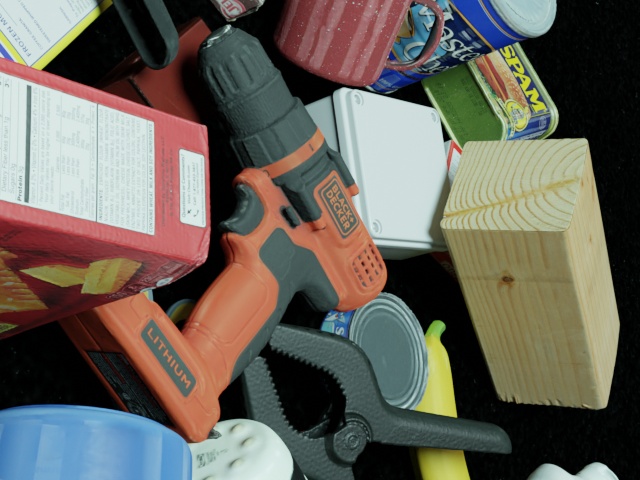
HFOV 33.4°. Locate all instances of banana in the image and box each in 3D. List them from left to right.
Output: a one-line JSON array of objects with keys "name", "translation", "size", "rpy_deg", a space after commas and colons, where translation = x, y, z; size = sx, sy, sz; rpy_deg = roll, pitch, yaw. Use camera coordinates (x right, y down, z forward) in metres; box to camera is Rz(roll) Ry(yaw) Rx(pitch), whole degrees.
[{"name": "banana", "translation": [0.092, 0.154, 0.771], "size": [0.069, 0.037, 0.198], "rpy_deg": [2, 76, -48]}]

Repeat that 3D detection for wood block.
[{"name": "wood block", "translation": [0.164, 0.030, 0.802], "size": [0.206, 0.091, 0.090], "rpy_deg": [66, 35, -43]}]

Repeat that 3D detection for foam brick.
[{"name": "foam brick", "translation": [-0.093, -0.086, 0.626], "size": [0.051, 0.053, 0.078], "rpy_deg": [56, 42, -20]}]

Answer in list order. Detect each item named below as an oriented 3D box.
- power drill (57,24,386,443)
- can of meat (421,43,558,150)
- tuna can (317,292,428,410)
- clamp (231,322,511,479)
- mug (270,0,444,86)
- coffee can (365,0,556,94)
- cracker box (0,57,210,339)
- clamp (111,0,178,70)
[{"name": "power drill", "translation": [-0.054, 0.001, 0.576], "size": [0.187, 0.057, 0.184], "rpy_deg": [-45, 116, -34]}, {"name": "can of meat", "translation": [0.139, -0.121, 0.893], "size": [0.083, 0.058, 0.102], "rpy_deg": [-19, 78, -47]}, {"name": "tuna can", "translation": [0.036, 0.080, 0.733], "size": [0.086, 0.034, 0.086], "rpy_deg": [19, 64, -45]}, {"name": "clamp", "translation": [0.022, 0.119, 0.671], "size": [0.164, 0.036, 0.210], "rpy_deg": [-40, 106, -20]}, {"name": "mug", "translation": [0.027, -0.155, 0.733], "size": [0.117, 0.082, 0.093], "rpy_deg": [18, 24, -10]}, {"name": "coffee can", "translation": [0.089, -0.179, 0.798], "size": [0.102, 0.141, 0.103], "rpy_deg": [19, 64, -44]}, {"name": "cracker box", "translation": [-0.175, -0.016, 0.420], "size": [0.213, 0.164, 0.072], "rpy_deg": [14, 65, -46]}, {"name": "clamp", "translation": [-0.120, -0.170, 0.559], "size": [0.120, 0.039, 0.171], "rpy_deg": [28, 57, -39]}]
